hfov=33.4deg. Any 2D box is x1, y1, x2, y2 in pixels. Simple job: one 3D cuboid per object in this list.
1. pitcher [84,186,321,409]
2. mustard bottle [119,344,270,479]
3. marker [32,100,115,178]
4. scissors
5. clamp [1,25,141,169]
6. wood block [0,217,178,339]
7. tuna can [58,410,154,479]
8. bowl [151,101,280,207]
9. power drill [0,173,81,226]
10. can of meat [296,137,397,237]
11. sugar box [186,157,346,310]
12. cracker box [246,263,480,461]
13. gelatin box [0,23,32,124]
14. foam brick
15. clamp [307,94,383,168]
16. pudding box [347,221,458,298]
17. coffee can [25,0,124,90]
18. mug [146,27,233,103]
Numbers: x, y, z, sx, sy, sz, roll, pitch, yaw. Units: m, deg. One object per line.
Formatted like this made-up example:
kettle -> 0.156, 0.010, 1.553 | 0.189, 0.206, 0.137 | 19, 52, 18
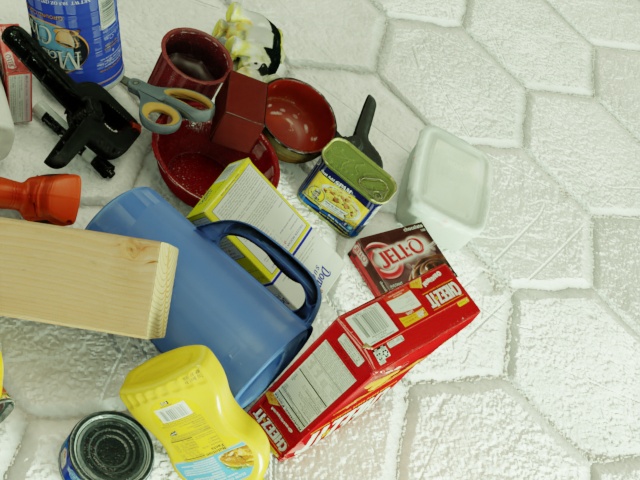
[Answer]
pitcher -> -0.127, 0.052, 1.101 | 0.243, 0.145, 0.149 | 44, 47, 10
mustard bottle -> -0.103, 0.192, 1.017 | 0.191, 0.096, 0.058 | 60, 20, -23
marker -> -0.281, -0.114, 1.222 | 0.121, 0.020, 0.020 | 42, 45, 5
scissors -> -0.221, -0.170, 1.254 | 0.202, 0.016, 0.096 | 19, 40, 17
clamp -> -0.258, -0.130, 1.165 | 0.209, 0.036, 0.164 | 28, 40, -63
wood block -> -0.248, 0.032, 1.004 | 0.206, 0.090, 0.091 | 8, 86, 4
tuna can -> -0.200, 0.204, 1.005 | 0.086, 0.034, 0.086 | 17, 48, -20
bowl -> -0.131, -0.087, 1.266 | 0.162, 0.055, 0.162 | 17, 48, -20
power drill -> -0.335, -0.054, 1.046 | 0.187, 0.185, 0.057 | 11, 86, -33
can of meat -> 0.031, -0.063, 1.326 | 0.102, 0.084, 0.057 | 39, 45, 2
sugar box -> -0.058, 0.002, 1.199 | 0.176, 0.048, 0.093 | 49, 57, -21
cracker box -> 0.041, 0.127, 1.088 | 0.163, 0.214, 0.072 | -24, 72, -41
gelatin box -> -0.343, -0.186, 1.191 | 0.030, 0.089, 0.073 | -10, 60, -20
foam brick -> -0.096, -0.152, 1.263 | 0.051, 0.053, 0.078 | 19, 47, -18
clamp -> 0.044, -0.128, 1.414 | 0.120, 0.039, 0.171 | -17, 68, -20
pudding box -> 0.102, 0.031, 1.326 | 0.113, 0.039, 0.090 | -14, 63, -38
coffee can -> -0.282, -0.251, 1.225 | 0.103, 0.140, 0.103 | 1, 43, -1
mug -> -0.165, -0.211, 1.326 | 0.093, 0.082, 0.117 | 18, 48, -18
